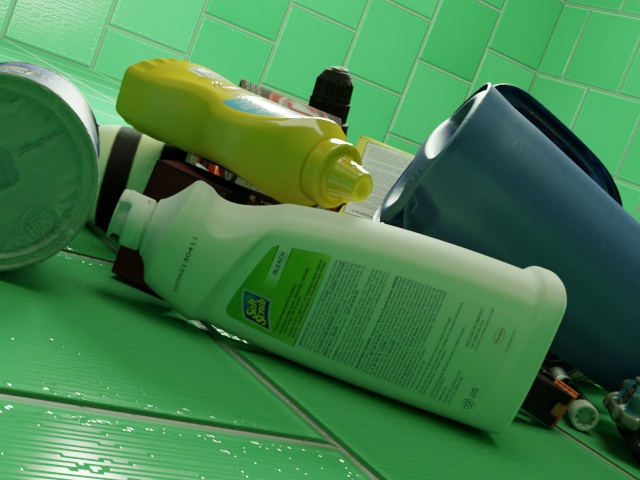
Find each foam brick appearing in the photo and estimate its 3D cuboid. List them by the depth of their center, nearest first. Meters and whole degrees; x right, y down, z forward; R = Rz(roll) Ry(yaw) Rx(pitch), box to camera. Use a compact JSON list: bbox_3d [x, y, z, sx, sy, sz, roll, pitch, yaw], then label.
[{"bbox_3d":[-0.086,-0.006,0.662,0.051,0.078,0.053,25,8,8],"label":"foam brick"}]

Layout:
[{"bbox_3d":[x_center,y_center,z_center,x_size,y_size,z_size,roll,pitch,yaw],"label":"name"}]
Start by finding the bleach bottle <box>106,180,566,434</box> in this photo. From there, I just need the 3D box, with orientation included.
[{"bbox_3d":[0.004,0.022,0.609,0.250,0.103,0.068,21,11,-6],"label":"bleach bottle"}]

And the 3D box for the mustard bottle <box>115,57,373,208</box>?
[{"bbox_3d":[-0.040,-0.065,0.682,0.192,0.058,0.096,27,13,39],"label":"mustard bottle"}]

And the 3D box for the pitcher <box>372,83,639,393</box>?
[{"bbox_3d":[0.174,-0.001,0.799,0.243,0.149,0.145,39,10,-5],"label":"pitcher"}]

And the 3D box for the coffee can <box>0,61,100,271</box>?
[{"bbox_3d":[-0.177,-0.048,0.604,0.102,0.103,0.140,20,7,-14],"label":"coffee can"}]
